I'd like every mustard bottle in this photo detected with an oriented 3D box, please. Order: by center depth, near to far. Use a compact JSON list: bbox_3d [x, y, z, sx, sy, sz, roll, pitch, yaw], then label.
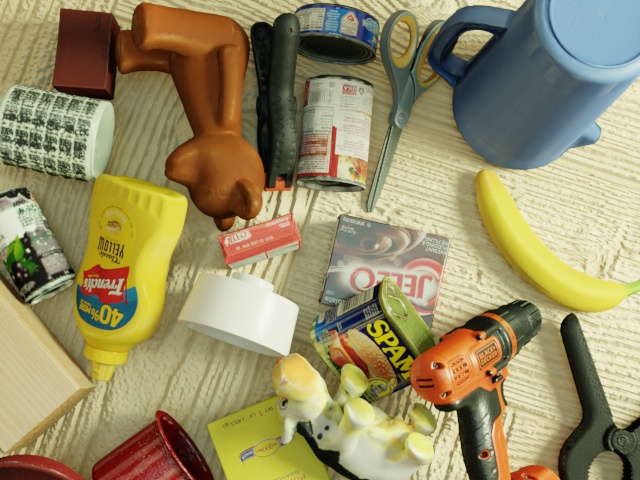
[{"bbox_3d":[-0.187,0.039,1.001,0.096,0.058,0.192,18,100,31],"label":"mustard bottle"}]

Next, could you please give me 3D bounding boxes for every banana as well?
[{"bbox_3d":[0.218,0.012,1.037,0.198,0.037,0.069,37,67,2],"label":"banana"}]

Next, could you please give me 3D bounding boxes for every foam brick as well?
[{"bbox_3d":[-0.227,-0.180,1.040,0.053,0.051,0.078,5,85,-1],"label":"foam brick"}]

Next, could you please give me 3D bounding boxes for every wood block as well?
[{"bbox_3d":[-0.315,0.089,0.993,0.091,0.090,0.206,-42,86,-5],"label":"wood block"}]

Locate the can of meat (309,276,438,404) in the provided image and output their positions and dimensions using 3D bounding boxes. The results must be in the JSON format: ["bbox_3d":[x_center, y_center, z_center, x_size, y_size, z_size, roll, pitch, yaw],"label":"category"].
[{"bbox_3d":[0.052,0.096,0.990,0.084,0.057,0.102,-29,112,22],"label":"can of meat"}]

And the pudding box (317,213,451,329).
[{"bbox_3d":[0.062,0.030,1.029,0.113,0.039,0.090,13,85,1],"label":"pudding box"}]

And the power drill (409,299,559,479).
[{"bbox_3d":[0.166,0.160,0.982,0.184,0.058,0.187,-23,97,-44],"label":"power drill"}]

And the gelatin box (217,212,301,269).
[{"bbox_3d":[-0.057,0.001,1.005,0.073,0.089,0.030,-18,85,-3],"label":"gelatin box"}]

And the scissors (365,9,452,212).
[{"bbox_3d":[0.067,-0.135,1.035,0.096,0.016,0.201,34,82,-38],"label":"scissors"}]

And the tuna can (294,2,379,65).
[{"bbox_3d":[0.014,-0.198,1.028,0.086,0.086,0.034,9,83,0],"label":"tuna can"}]

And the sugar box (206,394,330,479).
[{"bbox_3d":[-0.034,0.238,1.004,0.093,0.048,0.176,-22,84,-4],"label":"sugar box"}]

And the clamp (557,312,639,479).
[{"bbox_3d":[0.274,0.181,1.018,0.164,0.036,0.210,25,85,1],"label":"clamp"}]

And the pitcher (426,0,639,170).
[{"bbox_3d":[0.198,-0.158,0.947,0.149,0.243,0.145,-17,82,-9],"label":"pitcher"}]

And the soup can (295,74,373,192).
[{"bbox_3d":[0.014,-0.102,1.027,0.068,0.068,0.102,5,84,0],"label":"soup can"}]

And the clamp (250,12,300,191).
[{"bbox_3d":[-0.040,-0.133,1.008,0.039,0.120,0.171,-6,90,-10],"label":"clamp"}]

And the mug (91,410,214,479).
[{"bbox_3d":[-0.152,0.223,0.974,0.081,0.117,0.093,-35,126,1],"label":"mug"}]
